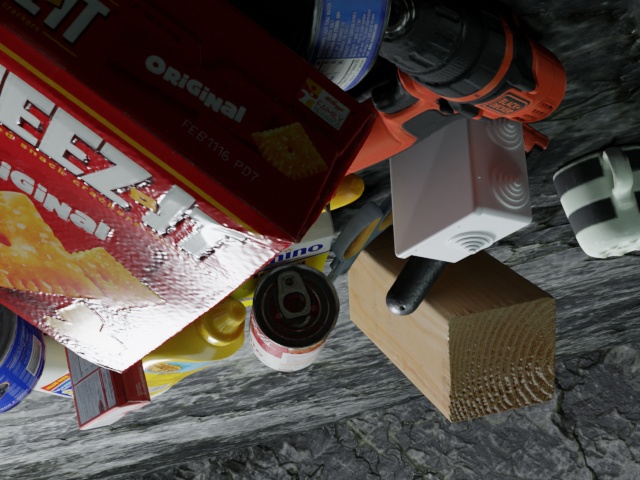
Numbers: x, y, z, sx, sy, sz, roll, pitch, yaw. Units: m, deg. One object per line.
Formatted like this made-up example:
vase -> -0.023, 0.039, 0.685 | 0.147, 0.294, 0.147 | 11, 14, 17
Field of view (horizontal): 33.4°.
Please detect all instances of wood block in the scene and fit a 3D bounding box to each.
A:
wood block -> 0.101, 0.057, 0.882 | 0.090, 0.090, 0.206 | -10, -159, -17

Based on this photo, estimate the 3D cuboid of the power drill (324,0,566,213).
power drill -> 0.026, -0.073, 0.592 | 0.188, 0.057, 0.184 | -22, 163, 30

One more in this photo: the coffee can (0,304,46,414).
coffee can -> -0.268, 0.074, 0.799 | 0.102, 0.103, 0.140 | -11, 166, -8

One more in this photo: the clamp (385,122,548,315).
clamp -> 0.100, -0.019, 0.774 | 0.039, 0.120, 0.172 | 23, 144, -12

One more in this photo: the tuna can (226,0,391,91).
tuna can -> -0.008, -0.098, 0.410 | 0.033, 0.086, 0.086 | -7, 165, -29

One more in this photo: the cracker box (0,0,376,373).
cracker box -> -0.103, -0.033, 0.433 | 0.164, 0.072, 0.214 | 36, 150, -11

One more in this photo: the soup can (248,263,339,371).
soup can -> -0.024, 0.065, 0.867 | 0.068, 0.068, 0.102 | -11, 164, -9

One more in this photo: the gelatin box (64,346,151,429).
gelatin box -> -0.165, 0.100, 0.821 | 0.030, 0.073, 0.089 | -5, 163, -34

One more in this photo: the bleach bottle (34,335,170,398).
bleach bottle -> -0.257, 0.128, 1.101 | 0.103, 0.068, 0.250 | -19, 162, 21

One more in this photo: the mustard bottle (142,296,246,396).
mustard bottle -> -0.120, 0.087, 0.906 | 0.096, 0.058, 0.192 | -4, 163, -39
